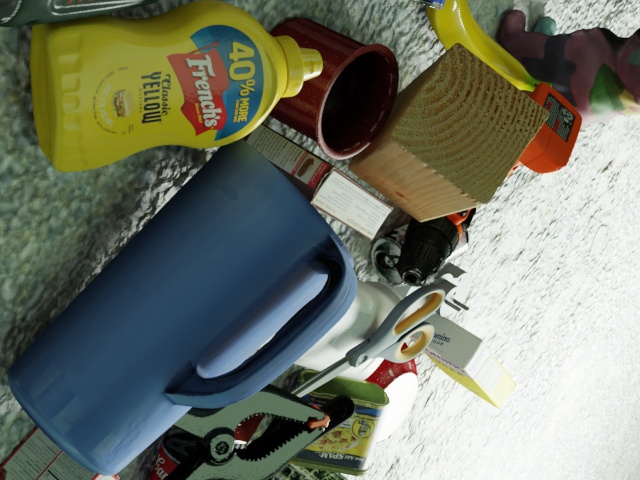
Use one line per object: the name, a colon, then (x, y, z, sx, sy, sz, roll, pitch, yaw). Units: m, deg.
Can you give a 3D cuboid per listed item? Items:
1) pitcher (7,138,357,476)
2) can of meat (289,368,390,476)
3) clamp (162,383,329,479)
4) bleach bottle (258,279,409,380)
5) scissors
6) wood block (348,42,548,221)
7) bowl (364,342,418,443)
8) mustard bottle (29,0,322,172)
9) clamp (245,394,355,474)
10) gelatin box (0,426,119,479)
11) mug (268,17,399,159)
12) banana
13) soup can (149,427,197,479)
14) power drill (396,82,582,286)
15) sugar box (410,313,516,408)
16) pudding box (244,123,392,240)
pitcher: (-0.096, 0.054, 0.763, 0.242, 0.145, 0.149, -44, -176, -7)
can of meat: (0.013, 0.185, 1.089, 0.102, 0.057, 0.084, 13, 108, -13)
clamp: (-0.094, 0.158, 0.884, 0.209, 0.036, 0.164, -16, 111, -21)
bleach bottle: (-0.013, 0.063, 0.978, 0.102, 0.068, 0.250, -58, 146, 3)
scissors: (0.044, 0.116, 1.020, 0.201, 0.016, 0.096, -38, 144, -15)
wood block: (0.096, -0.081, 0.880, 0.090, 0.091, 0.206, -55, -175, -7)
bowl: (0.058, 0.171, 1.176, 0.161, 0.055, 0.162, -34, 140, -34)
mustard bottle: (-0.086, -0.104, 0.688, 0.191, 0.058, 0.096, -12, 122, -27)
clamp: (-0.052, 0.202, 1.007, 0.171, 0.039, 0.120, -41, 154, 12)
gelatin box: (-0.208, 0.189, 0.804, 0.089, 0.073, 0.030, -49, 147, -14)
mug: (0.008, -0.121, 0.830, 0.117, 0.082, 0.093, -7, 122, -52)
banana: (0.140, -0.188, 0.971, 0.197, 0.070, 0.037, 32, 63, -45)
soup can: (-0.124, 0.229, 0.960, 0.068, 0.069, 0.102, -5, 121, -52)
power drill: (0.153, -0.052, 1.001, 0.188, 0.057, 0.184, -40, -165, 41)
sugar box: (0.166, 0.139, 1.262, 0.048, 0.093, 0.176, -56, 147, -5)
pudding box: (-0.004, -0.048, 0.869, 0.039, 0.090, 0.113, -60, 148, 3)
